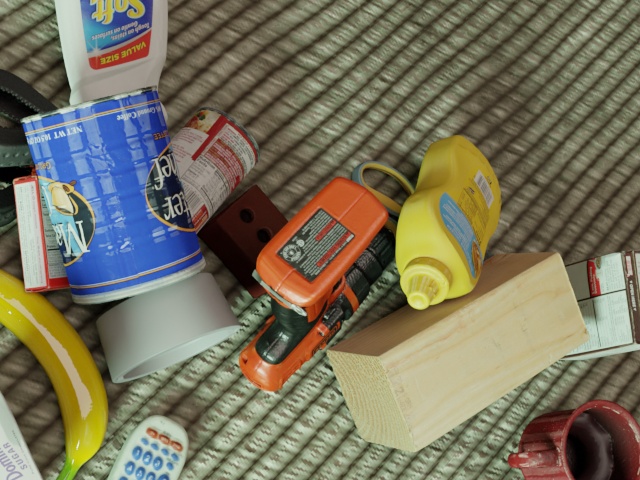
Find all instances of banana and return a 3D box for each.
[{"bbox_3d":[-0.215,0.091,0.826,0.069,0.037,0.198,-28,89,-27],"label":"banana"}]

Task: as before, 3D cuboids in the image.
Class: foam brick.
[{"bbox_3d":[-0.056,0.001,0.910,0.078,0.051,0.053,48,63,-6],"label":"foam brick"}]

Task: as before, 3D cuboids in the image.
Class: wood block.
[{"bbox_3d":[0.122,0.093,0.936,0.205,0.091,0.090,-27,100,-27],"label":"wood block"}]

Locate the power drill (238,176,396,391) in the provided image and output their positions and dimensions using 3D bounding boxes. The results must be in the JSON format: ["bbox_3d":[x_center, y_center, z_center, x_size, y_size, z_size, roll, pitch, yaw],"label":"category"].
[{"bbox_3d":[0.007,0.026,0.857,0.057,0.188,0.184,36,68,14],"label":"power drill"}]

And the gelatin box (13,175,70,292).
[{"bbox_3d":[-0.201,-0.007,0.837,0.073,0.030,0.089,-6,88,-57],"label":"gelatin box"}]

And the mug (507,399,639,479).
[{"bbox_3d":[0.223,0.195,0.966,0.117,0.082,0.093,-3,78,-24],"label":"mug"}]

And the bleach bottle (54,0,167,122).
[{"bbox_3d":[-0.166,-0.181,0.890,0.102,0.068,0.251,-5,75,-22],"label":"bleach bottle"}]

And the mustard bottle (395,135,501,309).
[{"bbox_3d":[0.107,-0.006,0.922,0.096,0.058,0.191,60,33,-24],"label":"mustard bottle"}]

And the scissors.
[{"bbox_3d":[0.101,0.007,0.997,0.201,0.016,0.096,41,66,-10],"label":"scissors"}]

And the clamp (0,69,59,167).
[{"bbox_3d":[-0.290,-0.116,0.828,0.209,0.036,0.164,13,47,-28],"label":"clamp"}]

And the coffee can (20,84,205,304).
[{"bbox_3d":[-0.152,-0.035,0.792,0.102,0.103,0.140,-19,100,-26],"label":"coffee can"}]

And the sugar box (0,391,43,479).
[{"bbox_3d":[-0.226,0.154,0.727,0.048,0.176,0.093,-25,88,-27],"label":"sugar box"}]

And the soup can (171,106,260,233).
[{"bbox_3d":[-0.107,-0.053,0.892,0.068,0.069,0.102,42,65,-9],"label":"soup can"}]
